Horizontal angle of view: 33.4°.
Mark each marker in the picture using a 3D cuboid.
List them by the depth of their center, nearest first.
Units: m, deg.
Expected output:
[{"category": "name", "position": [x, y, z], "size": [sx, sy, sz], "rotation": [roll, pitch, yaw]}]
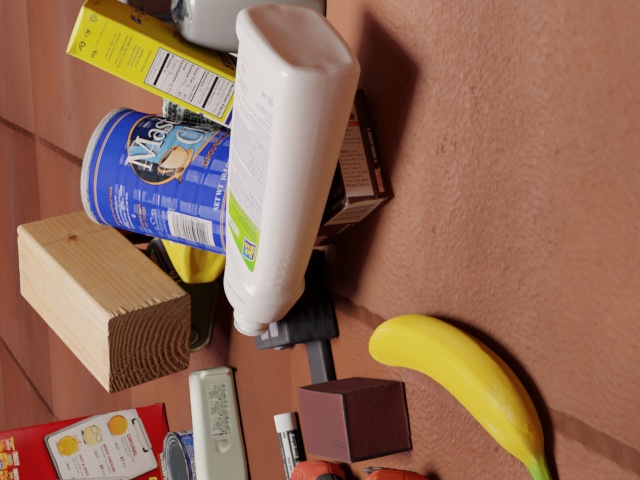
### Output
[{"category": "marker", "position": [-0.021, 0.214, 0.947], "size": [0.020, 0.020, 0.121], "rotation": [-29, 70, 62]}]

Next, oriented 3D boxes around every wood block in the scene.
[{"category": "wood block", "position": [-0.222, 0.055, 1.084], "size": [0.206, 0.090, 0.090], "rotation": [36, 131, 43]}]

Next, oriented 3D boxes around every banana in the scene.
[{"category": "banana", "position": [0.082, 0.087, 0.689], "size": [0.198, 0.037, 0.070], "rotation": [39, 129, 55]}]

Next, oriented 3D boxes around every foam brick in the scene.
[{"category": "foam brick", "position": [0.024, 0.134, 0.801], "size": [0.078, 0.051, 0.053], "rotation": [-7, 90, 64]}]

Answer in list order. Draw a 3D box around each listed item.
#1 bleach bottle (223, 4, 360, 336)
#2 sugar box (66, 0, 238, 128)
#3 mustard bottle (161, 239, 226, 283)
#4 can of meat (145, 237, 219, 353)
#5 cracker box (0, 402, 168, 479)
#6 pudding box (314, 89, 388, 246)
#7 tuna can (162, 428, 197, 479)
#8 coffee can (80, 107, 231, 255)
[{"category": "bleach bottle", "position": [-0.036, -0.037, 0.779], "size": [0.103, 0.068, 0.251], "rotation": [-122, 34, -43]}, {"category": "sugar box", "position": [-0.108, -0.138, 0.847], "size": [0.093, 0.176, 0.048], "rotation": [-103, 36, -69]}, {"category": "mustard bottle", "position": [-0.147, -0.046, 1.094], "size": [0.192, 0.058, 0.096], "rotation": [52, 137, 46]}, {"category": "can of meat", "position": [-0.152, 0.056, 1.132], "size": [0.084, 0.057, 0.102], "rotation": [-124, 37, -46]}, {"category": "cracker box", "position": [-0.285, 0.295, 1.280], "size": [0.072, 0.213, 0.164], "rotation": [149, 112, -64]}, {"category": "pudding box", "position": [0.005, -0.052, 0.809], "size": [0.114, 0.039, 0.090], "rotation": [-37, 62, 60]}, {"category": "tuna can", "position": [-0.147, 0.254, 1.193], "size": [0.086, 0.033, 0.086], "rotation": [25, 118, 60]}, {"category": "coffee can", "position": [-0.113, -0.048, 0.893], "size": [0.140, 0.102, 0.103], "rotation": [14, 116, 17]}]
